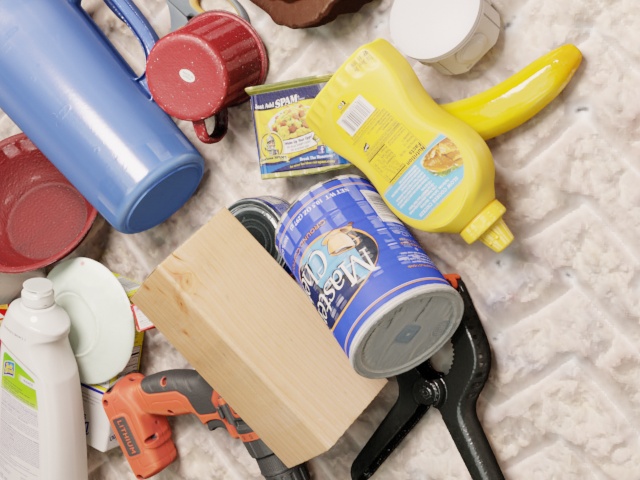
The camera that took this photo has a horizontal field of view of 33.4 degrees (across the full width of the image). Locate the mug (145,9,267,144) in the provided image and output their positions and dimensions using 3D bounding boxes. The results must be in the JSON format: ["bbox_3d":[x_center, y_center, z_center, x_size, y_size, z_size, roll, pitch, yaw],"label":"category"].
[{"bbox_3d":[-0.105,-0.145,0.972,0.093,0.081,0.117,5,113,19],"label":"mug"}]

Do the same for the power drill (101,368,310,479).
[{"bbox_3d":[-0.111,0.178,1.033,0.188,0.057,0.184,-20,95,31],"label":"power drill"}]

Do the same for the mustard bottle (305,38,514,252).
[{"bbox_3d":[0.081,-0.064,0.854,0.191,0.058,0.096,46,126,6],"label":"mustard bottle"}]

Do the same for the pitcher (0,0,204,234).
[{"bbox_3d":[-0.218,-0.133,1.032,0.243,0.144,0.149,47,147,14],"label":"pitcher"}]

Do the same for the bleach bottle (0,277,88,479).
[{"bbox_3d":[-0.276,0.157,1.066,0.103,0.067,0.251,22,119,28],"label":"bleach bottle"}]

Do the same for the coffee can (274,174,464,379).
[{"bbox_3d":[0.038,0.029,0.881,0.103,0.102,0.140,-53,50,24],"label":"coffee can"}]

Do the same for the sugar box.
[{"bbox_3d":[-0.234,0.121,1.113,0.093,0.048,0.176,19,109,29],"label":"sugar box"}]

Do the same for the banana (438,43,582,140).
[{"bbox_3d":[0.119,-0.112,0.877,0.198,0.037,0.069,-5,93,32],"label":"banana"}]

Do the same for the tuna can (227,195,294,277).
[{"bbox_3d":[-0.057,0.001,0.998,0.086,0.033,0.086,4,98,31],"label":"tuna can"}]

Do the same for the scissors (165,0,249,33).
[{"bbox_3d":[-0.153,-0.230,1.040,0.202,0.016,0.096,31,110,25],"label":"scissors"}]

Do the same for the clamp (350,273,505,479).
[{"bbox_3d":[0.107,0.135,0.908,0.165,0.036,0.210,16,101,37],"label":"clamp"}]

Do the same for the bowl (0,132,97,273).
[{"bbox_3d":[-0.293,-0.031,1.101,0.162,0.055,0.162,-5,65,10],"label":"bowl"}]

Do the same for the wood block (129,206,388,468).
[{"bbox_3d":[-0.055,0.086,0.925,0.206,0.090,0.090,47,147,-2],"label":"wood block"}]

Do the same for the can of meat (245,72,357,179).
[{"bbox_3d":[-0.011,-0.101,0.946,0.102,0.057,0.084,-5,95,32],"label":"can of meat"}]
